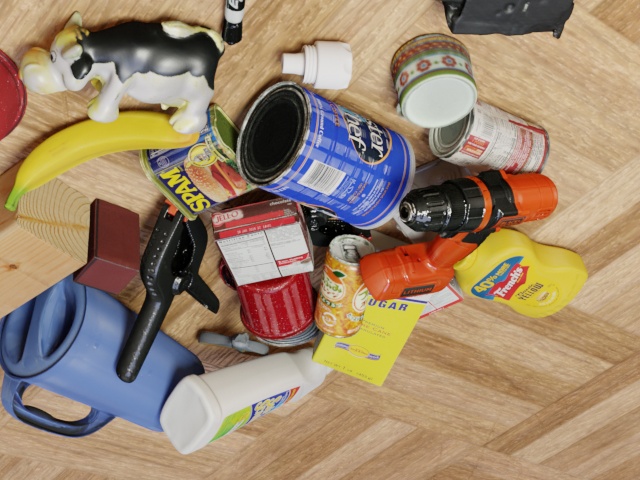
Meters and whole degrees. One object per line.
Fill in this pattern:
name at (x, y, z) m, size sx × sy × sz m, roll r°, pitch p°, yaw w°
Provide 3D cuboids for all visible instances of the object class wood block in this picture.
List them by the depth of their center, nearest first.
wood block at (-0.341, 0.018, 1.094) m, size 0.206 × 0.090 × 0.090 m, roll -29°, pitch 136°, yaw 25°

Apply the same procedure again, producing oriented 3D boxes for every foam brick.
foam brick at (-0.223, 0.007, 1.112) m, size 0.051 × 0.078 × 0.053 m, roll 19°, pitch 137°, yaw -31°

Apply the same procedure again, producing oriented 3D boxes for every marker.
marker at (-0.071, -0.214, 0.905) m, size 0.020 × 0.020 × 0.121 m, roll 0°, pitch 141°, yaw -11°

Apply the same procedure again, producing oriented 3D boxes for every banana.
banana at (-0.208, -0.086, 1.004) m, size 0.198 × 0.069 × 0.037 m, roll -21°, pitch 155°, yaw 10°

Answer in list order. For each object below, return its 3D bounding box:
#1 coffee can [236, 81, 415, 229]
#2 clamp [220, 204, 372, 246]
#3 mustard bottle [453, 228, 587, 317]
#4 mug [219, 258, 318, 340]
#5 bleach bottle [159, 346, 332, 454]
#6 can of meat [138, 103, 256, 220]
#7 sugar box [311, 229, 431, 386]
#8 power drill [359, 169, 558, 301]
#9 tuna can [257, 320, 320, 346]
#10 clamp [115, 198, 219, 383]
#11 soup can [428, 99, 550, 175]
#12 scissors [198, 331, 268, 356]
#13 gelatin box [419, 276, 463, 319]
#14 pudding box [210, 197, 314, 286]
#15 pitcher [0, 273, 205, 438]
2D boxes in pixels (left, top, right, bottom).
coffee can at (0.006, -0.079, 1.013) m, size 0.140 × 0.103 × 0.103 m, roll 20°, pitch 134°, yaw -39°
clamp at (-0.021, -0.028, 1.135) m, size 0.120 × 0.039 × 0.171 m, roll -30°, pitch 138°, yaw 31°
mustard bottle at (0.212, 0.031, 1.232) m, size 0.191 × 0.058 × 0.096 m, roll 19°, pitch 133°, yaw -32°
mug at (-0.062, 0.047, 1.194) m, size 0.117 × 0.093 × 0.081 m, roll 19°, pitch 144°, yaw 26°
bleach bottle at (-0.071, 0.176, 1.291) m, size 0.250 × 0.068 × 0.103 m, roll -17°, pitch 152°, yaw -46°
can of meat at (-0.115, -0.077, 1.043) m, size 0.084 × 0.057 × 0.102 m, roll -23°, pitch 140°, yaw 15°
sugar box at (0.064, 0.080, 1.232) m, size 0.093 × 0.048 × 0.176 m, roll 20°, pitch 124°, yaw -6°
power drill at (0.117, -0.003, 1.045) m, size 0.184 × 0.057 × 0.188 m, roll -6°, pitch 158°, yaw -34°
tuna can at (-0.040, 0.091, 1.285) m, size 0.086 × 0.034 × 0.086 m, roll -5°, pitch 142°, yaw -4°
clamp at (-0.154, 0.039, 1.160) m, size 0.036 × 0.164 × 0.210 m, roll 27°, pitch 124°, yaw 21°
soup can at (0.167, -0.098, 1.056) m, size 0.102 × 0.068 × 0.069 m, roll 18°, pitch 135°, yaw -29°
scissors at (-0.111, 0.115, 1.250) m, size 0.096 × 0.016 × 0.201 m, roll 9°, pitch 169°, yaw 11°
gelatin box at (0.117, 0.054, 1.271) m, size 0.073 × 0.030 × 0.089 m, roll -26°, pitch 136°, yaw 23°
pudding box at (-0.057, 0.001, 1.097) m, size 0.090 × 0.039 × 0.113 m, roll -11°, pitch 150°, yaw 3°
pitcher at (-0.249, 0.146, 1.235) m, size 0.149 × 0.145 × 0.242 m, roll -28°, pitch 141°, yaw 19°
